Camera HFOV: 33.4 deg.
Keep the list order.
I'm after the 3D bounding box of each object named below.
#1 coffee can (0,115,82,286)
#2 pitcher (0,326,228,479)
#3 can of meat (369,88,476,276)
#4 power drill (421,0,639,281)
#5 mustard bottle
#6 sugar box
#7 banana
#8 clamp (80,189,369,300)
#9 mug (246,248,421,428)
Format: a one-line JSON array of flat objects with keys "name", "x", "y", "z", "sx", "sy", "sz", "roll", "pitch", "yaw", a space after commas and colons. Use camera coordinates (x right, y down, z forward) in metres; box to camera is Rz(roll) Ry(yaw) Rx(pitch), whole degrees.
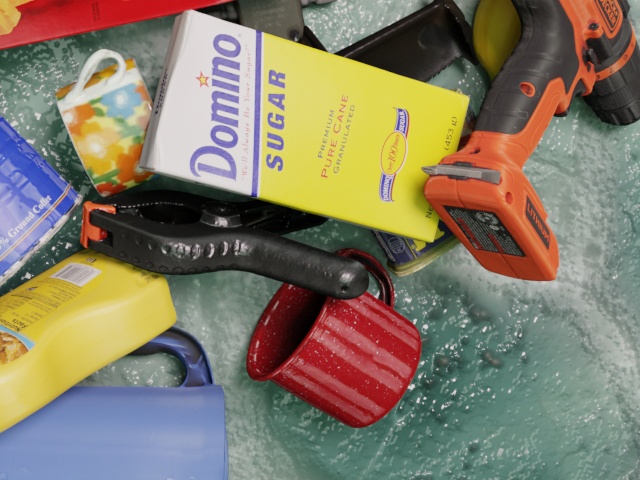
[{"name": "coffee can", "x": -0.225, "y": -0.041, "z": 0.622, "sx": 0.103, "sy": 0.103, "sz": 0.140, "roll": -42, "pitch": 106, "yaw": 0}, {"name": "pitcher", "x": -0.179, "y": 0.140, "z": 0.664, "sx": 0.242, "sy": 0.149, "sz": 0.145, "roll": 5, "pitch": 115, "yaw": -8}, {"name": "can of meat", "x": 0.069, "y": -0.040, "z": 0.702, "sx": 0.102, "sy": 0.057, "sz": 0.084, "roll": -33, "pitch": 102, "yaw": -3}, {"name": "power drill", "x": 0.140, "y": -0.073, "z": 0.652, "sx": 0.184, "sy": 0.057, "sz": 0.187, "roll": 43, "pitch": 63, "yaw": -44}, {"name": "mustard bottle", "x": -0.181, "y": 0.068, "z": 0.611, "sx": 0.191, "sy": 0.096, "sz": 0.058, "roll": -33, "pitch": 123, "yaw": -39}, {"name": "sugar box", "x": -0.008, "y": -0.063, "z": 0.622, "sx": 0.176, "sy": 0.048, "sz": 0.093, "roll": 13, "pitch": 90, "yaw": -20}, {"name": "banana", "x": 0.163, "y": -0.182, "z": 0.703, "sx": 0.198, "sy": 0.037, "sz": 0.069, "roll": -47, "pitch": 129, "yaw": 4}, {"name": "clamp", "x": -0.054, "y": 0.001, "z": 0.643, "sx": 0.171, "sy": 0.120, "sz": 0.039, "roll": -3, "pitch": 112, "yaw": -20}, {"name": "mug", "x": 0.015, "y": 0.060, "z": 0.703, "sx": 0.081, "sy": 0.093, "sz": 0.117, "roll": 34, "pitch": 57, "yaw": -20}]
